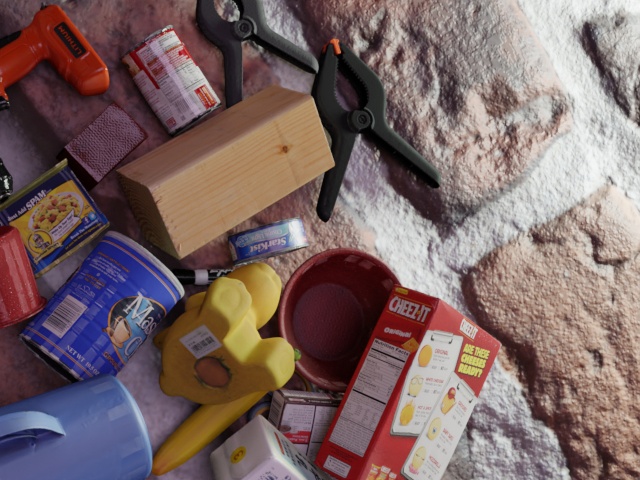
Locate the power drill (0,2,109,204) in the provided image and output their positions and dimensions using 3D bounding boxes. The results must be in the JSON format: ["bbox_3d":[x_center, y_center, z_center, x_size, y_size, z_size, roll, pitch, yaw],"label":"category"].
[{"bbox_3d":[-0.311,-0.145,1.079,0.187,0.057,0.184,-33,80,-25],"label":"power drill"}]

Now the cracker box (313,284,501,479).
[{"bbox_3d":[0.097,0.176,1.165,0.164,0.072,0.213,35,77,-50],"label":"cracker box"}]

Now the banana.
[{"bbox_3d":[-0.102,0.177,1.138,0.197,0.069,0.037,-41,80,-5],"label":"banana"}]

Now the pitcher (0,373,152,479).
[{"bbox_3d":[-0.276,0.203,0.941,0.242,0.149,0.145,-20,105,-29],"label":"pitcher"}]

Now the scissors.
[{"bbox_3d":[0.002,0.209,1.205,0.201,0.016,0.096,35,74,-15],"label":"scissors"}]

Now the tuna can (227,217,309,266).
[{"bbox_3d":[-0.058,0.001,1.168,0.086,0.086,0.034,-14,88,-23],"label":"tuna can"}]

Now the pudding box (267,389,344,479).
[{"bbox_3d":[-0.015,0.223,1.169,0.089,0.039,0.113,8,102,-22],"label":"pudding box"}]

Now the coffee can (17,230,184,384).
[{"bbox_3d":[-0.221,0.075,1.083,0.102,0.103,0.140,43,71,-12],"label":"coffee can"}]

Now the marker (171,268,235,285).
[{"bbox_3d":[-0.109,0.041,1.179,0.121,0.020,0.020,1,83,-22],"label":"marker"}]

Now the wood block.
[{"bbox_3d":[-0.100,-0.077,1.144,0.205,0.090,0.091,-32,120,-22],"label":"wood block"}]

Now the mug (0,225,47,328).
[{"bbox_3d":[-0.328,0.035,1.039,0.093,0.117,0.081,-24,109,-36],"label":"mug"}]

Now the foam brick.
[{"bbox_3d":[-0.231,-0.100,1.128,0.053,0.051,0.078,47,69,-10],"label":"foam brick"}]

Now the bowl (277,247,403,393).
[{"bbox_3d":[0.020,0.091,1.205,0.161,0.055,0.162,3,83,-22],"label":"bowl"}]

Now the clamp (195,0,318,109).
[{"bbox_3d":[-0.079,-0.236,1.212,0.120,0.039,0.171,-24,95,-23],"label":"clamp"}]

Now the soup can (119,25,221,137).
[{"bbox_3d":[-0.161,-0.172,1.156,0.068,0.069,0.102,-36,98,-22],"label":"soup can"}]

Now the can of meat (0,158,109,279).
[{"bbox_3d":[-0.280,-0.021,1.097,0.102,0.058,0.084,-39,101,-21],"label":"can of meat"}]

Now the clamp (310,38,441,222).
[{"bbox_3d":[0.036,-0.129,1.247,0.164,0.036,0.210,-25,91,-23],"label":"clamp"}]
